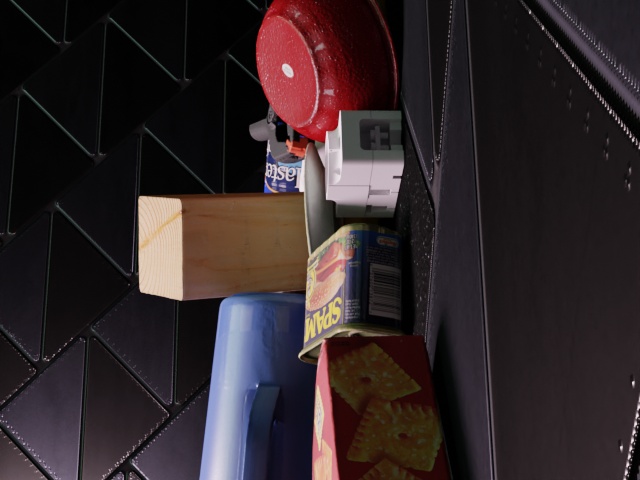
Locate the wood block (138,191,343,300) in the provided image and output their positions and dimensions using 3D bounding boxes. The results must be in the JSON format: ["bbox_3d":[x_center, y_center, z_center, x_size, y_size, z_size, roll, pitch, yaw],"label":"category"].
[{"bbox_3d":[-0.057,0.001,0.996,0.091,0.205,0.090,7,98,56],"label":"wood block"}]

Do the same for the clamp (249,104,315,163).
[{"bbox_3d":[-0.041,-0.126,1.135,0.171,0.039,0.120,-103,24,-50],"label":"clamp"}]

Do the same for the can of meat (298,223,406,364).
[{"bbox_3d":[0.025,0.043,0.807,0.102,0.057,0.084,140,137,-60],"label":"can of meat"}]

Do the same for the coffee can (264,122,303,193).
[{"bbox_3d":[-0.012,-0.097,1.243,0.103,0.102,0.140,-103,17,-80],"label":"coffee can"}]

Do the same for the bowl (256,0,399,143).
[{"bbox_3d":[-0.006,-0.143,0.870,0.162,0.055,0.162,37,138,43],"label":"bowl"}]

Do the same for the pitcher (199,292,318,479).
[{"bbox_3d":[-0.037,0.166,0.873,0.149,0.144,0.243,-9,76,52],"label":"pitcher"}]

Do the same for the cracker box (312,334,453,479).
[{"bbox_3d":[0.035,0.185,0.610,0.213,0.072,0.164,-94,4,-51],"label":"cracker box"}]
